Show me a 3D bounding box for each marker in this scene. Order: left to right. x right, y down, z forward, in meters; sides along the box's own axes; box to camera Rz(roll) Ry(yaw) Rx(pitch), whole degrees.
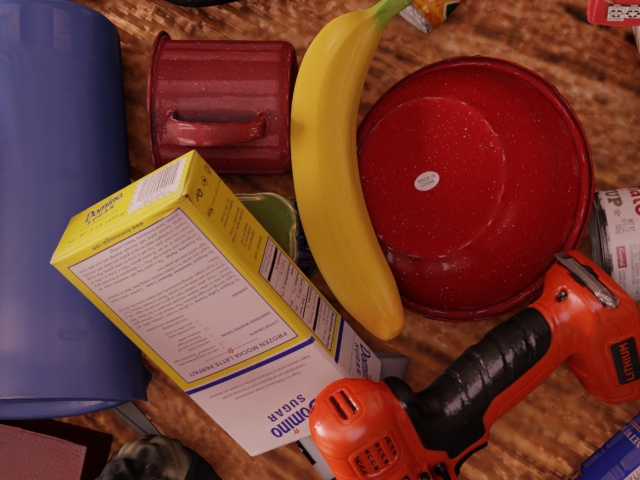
[{"bbox_3d":[-0.010,0.121,0.669,0.020,0.020,0.121,-38,83,5],"label":"marker"}]

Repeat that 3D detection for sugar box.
[{"bbox_3d":[-0.052,0.041,0.588,0.093,0.048,0.176,-24,124,26],"label":"sugar box"}]

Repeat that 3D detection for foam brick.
[{"bbox_3d":[-0.180,0.143,0.678,0.078,0.051,0.053,14,89,9],"label":"foam brick"}]

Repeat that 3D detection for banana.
[{"bbox_3d":[0.014,-0.044,0.596,0.070,0.037,0.198,-3,83,38],"label":"banana"}]

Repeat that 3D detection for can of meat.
[{"bbox_3d":[-0.054,0.001,0.647,0.102,0.084,0.057,-3,88,9],"label":"can of meat"}]

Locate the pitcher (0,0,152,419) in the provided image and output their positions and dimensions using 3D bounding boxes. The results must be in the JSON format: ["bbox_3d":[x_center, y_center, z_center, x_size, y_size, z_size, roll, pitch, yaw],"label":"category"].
[{"bbox_3d":[-0.179,-0.017,0.630,0.145,0.149,0.243,-3,79,-1],"label":"pitcher"}]

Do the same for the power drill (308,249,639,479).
[{"bbox_3d":[0.097,0.105,0.602,0.187,0.184,0.057,-34,46,-7],"label":"power drill"}]

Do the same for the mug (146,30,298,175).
[{"bbox_3d":[-0.057,-0.077,0.638,0.081,0.117,0.093,1,107,4],"label":"mug"}]

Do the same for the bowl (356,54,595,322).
[{"bbox_3d":[0.072,-0.033,0.619,0.162,0.055,0.162,-3,84,28],"label":"bowl"}]
